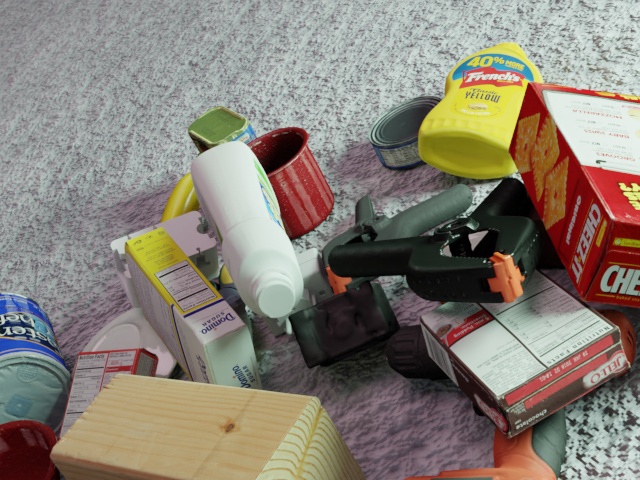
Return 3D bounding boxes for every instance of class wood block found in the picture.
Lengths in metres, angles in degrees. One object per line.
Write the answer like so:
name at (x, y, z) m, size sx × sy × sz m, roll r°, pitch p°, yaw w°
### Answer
wood block at (-0.086, 0.164, 0.773) m, size 0.207 × 0.090 × 0.090 m, roll 0°, pitch 40°, yaw 41°

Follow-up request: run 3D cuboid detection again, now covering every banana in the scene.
banana at (-0.154, -0.003, 1.111) m, size 0.037 × 0.070 × 0.197 m, roll 11°, pitch 52°, yaw -3°

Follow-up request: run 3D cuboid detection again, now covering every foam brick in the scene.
foam brick at (0.173, -0.012, 0.856) m, size 0.078 × 0.051 × 0.053 m, roll -4°, pitch 38°, yaw 38°

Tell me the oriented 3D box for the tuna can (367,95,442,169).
tuna can at (0.094, -0.110, 1.090) m, size 0.086 × 0.033 × 0.086 m, roll -22°, pitch 31°, yaw 13°

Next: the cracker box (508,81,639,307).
cracker box at (0.237, -0.031, 0.745) m, size 0.164 × 0.072 × 0.213 m, roll 6°, pitch 31°, yaw -8°

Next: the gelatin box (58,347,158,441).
gelatin box at (-0.183, 0.139, 0.925) m, size 0.073 × 0.030 × 0.089 m, roll -8°, pitch 60°, yaw 32°

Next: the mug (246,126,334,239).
mug at (-0.045, -0.055, 1.079) m, size 0.117 × 0.081 × 0.093 m, roll 8°, pitch 46°, yaw 46°

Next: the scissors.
scissors at (-0.095, 0.064, 0.975) m, size 0.096 × 0.016 × 0.201 m, roll -26°, pitch 20°, yaw 12°

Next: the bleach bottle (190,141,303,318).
bleach bottle at (-0.056, 0.001, 0.896) m, size 0.068 × 0.102 × 0.251 m, roll -25°, pitch 27°, yaw -2°

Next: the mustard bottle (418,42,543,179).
mustard bottle at (0.166, -0.138, 1.040) m, size 0.096 × 0.058 × 0.191 m, roll 10°, pitch 43°, yaw 19°

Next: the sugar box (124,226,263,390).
sugar box at (-0.108, 0.069, 0.903) m, size 0.048 × 0.093 × 0.176 m, roll -26°, pitch 39°, yaw -21°

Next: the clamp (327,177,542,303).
clamp at (0.106, 0.001, 0.749) m, size 0.164 × 0.036 × 0.210 m, roll -25°, pitch 14°, yaw -11°

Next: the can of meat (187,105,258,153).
can of meat at (-0.096, -0.095, 1.181) m, size 0.057 × 0.084 × 0.102 m, roll -37°, pitch 31°, yaw -13°

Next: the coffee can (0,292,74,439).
coffee can at (-0.291, 0.122, 0.999) m, size 0.102 × 0.102 × 0.140 m, roll -34°, pitch 30°, yaw -8°

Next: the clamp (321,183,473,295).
clamp at (0.046, -0.004, 0.948) m, size 0.120 × 0.039 × 0.171 m, roll -8°, pitch 20°, yaw 46°

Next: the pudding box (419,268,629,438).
pudding box at (0.127, 0.066, 0.684) m, size 0.090 × 0.039 × 0.114 m, roll -27°, pitch 32°, yaw -9°

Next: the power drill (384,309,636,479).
power drill at (0.106, 0.117, 0.711) m, size 0.185 × 0.057 × 0.187 m, roll -8°, pitch 36°, yaw 32°

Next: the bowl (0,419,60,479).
bowl at (-0.271, 0.225, 0.873) m, size 0.162 × 0.055 × 0.162 m, roll -22°, pitch 31°, yaw 13°
